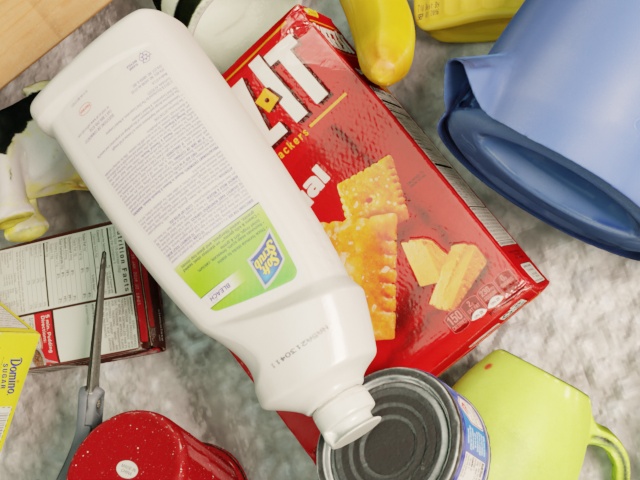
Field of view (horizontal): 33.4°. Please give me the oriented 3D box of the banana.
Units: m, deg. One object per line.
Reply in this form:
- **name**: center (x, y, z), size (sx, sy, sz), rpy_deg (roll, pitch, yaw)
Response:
- **banana**: center (0.021, -0.153, 0.640), size (0.037, 0.069, 0.198), rpy_deg (-40, 52, 27)

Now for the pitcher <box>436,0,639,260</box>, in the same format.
- **pitcher**: center (0.183, -0.114, 0.543), size (0.145, 0.149, 0.243), rpy_deg (31, 84, 23)

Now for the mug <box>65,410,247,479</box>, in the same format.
- **mug**: center (-0.100, 0.163, 0.639), size (0.093, 0.081, 0.117), rpy_deg (-12, 57, 17)

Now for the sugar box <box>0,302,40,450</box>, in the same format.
- **sugar box**: center (-0.268, 0.066, 0.736), size (0.176, 0.048, 0.093), rpy_deg (30, 103, 40)

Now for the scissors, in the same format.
- **scissors**: center (-0.149, 0.116, 0.659), size (0.016, 0.096, 0.202), rpy_deg (7, 112, 8)

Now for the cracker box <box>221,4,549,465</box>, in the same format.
- **cracker box**: center (0.001, -0.004, 0.629), size (0.164, 0.072, 0.214), rpy_deg (-41, 79, 14)

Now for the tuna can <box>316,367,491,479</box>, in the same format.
- **tuna can**: center (0.041, 0.109, 0.542), size (0.086, 0.033, 0.086), rpy_deg (-18, 54, 27)

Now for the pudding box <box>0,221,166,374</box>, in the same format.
- **pudding box**: center (-0.164, 0.040, 0.724), size (0.114, 0.039, 0.090), rpy_deg (-12, 80, 19)

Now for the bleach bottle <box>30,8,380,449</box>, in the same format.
- **bleach bottle**: center (-0.054, 0.001, 0.566), size (0.103, 0.068, 0.251), rpy_deg (-39, 71, 16)
